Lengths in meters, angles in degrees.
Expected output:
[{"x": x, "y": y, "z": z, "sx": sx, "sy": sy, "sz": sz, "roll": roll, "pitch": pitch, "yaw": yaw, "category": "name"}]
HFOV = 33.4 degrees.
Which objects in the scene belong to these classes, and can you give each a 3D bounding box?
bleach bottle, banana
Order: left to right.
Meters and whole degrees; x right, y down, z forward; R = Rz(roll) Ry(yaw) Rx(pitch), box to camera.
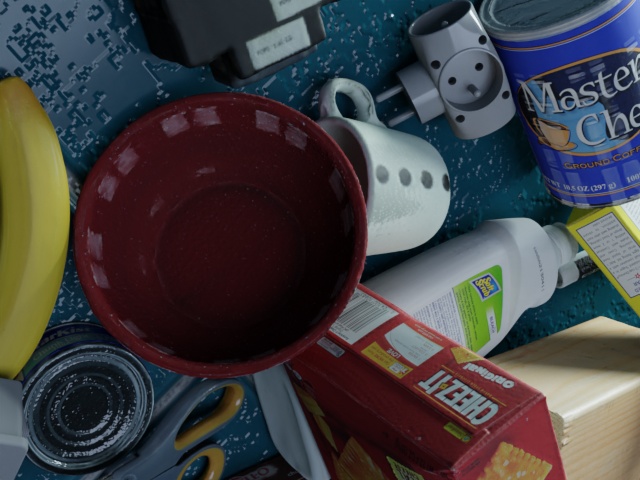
[{"x": -0.172, "y": 0.014, "z": 0.576, "sx": 0.069, "sy": 0.037, "sz": 0.198, "roll": 18, "pitch": 97, "yaw": -34, "category": "banana"}, {"x": 0.076, "y": 0.059, "z": 0.727, "sx": 0.250, "sy": 0.068, "sz": 0.102, "roll": -27, "pitch": 121, "yaw": -23, "category": "bleach bottle"}]

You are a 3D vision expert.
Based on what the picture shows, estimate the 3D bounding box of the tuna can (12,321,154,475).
[{"x": -0.142, "y": 0.093, "z": 0.624, "sx": 0.086, "sy": 0.034, "sz": 0.086, "roll": -10, "pitch": 112, "yaw": -28, "category": "tuna can"}]

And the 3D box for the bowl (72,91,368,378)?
[{"x": -0.054, "y": 0.001, "z": 0.602, "sx": 0.162, "sy": 0.055, "sz": 0.162, "roll": -1, "pitch": 75, "yaw": 2, "category": "bowl"}]

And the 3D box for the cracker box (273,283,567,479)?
[{"x": 0.068, "y": 0.147, "z": 0.607, "sx": 0.072, "sy": 0.164, "sz": 0.213, "roll": -33, "pitch": 124, "yaw": -21, "category": "cracker box"}]

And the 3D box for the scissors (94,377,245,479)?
[{"x": -0.112, "y": 0.151, "z": 0.629, "sx": 0.201, "sy": 0.016, "sz": 0.096, "roll": -37, "pitch": 139, "yaw": -42, "category": "scissors"}]

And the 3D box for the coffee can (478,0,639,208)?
[{"x": 0.175, "y": -0.106, "z": 0.701, "sx": 0.102, "sy": 0.103, "sz": 0.140, "roll": -38, "pitch": 122, "yaw": -14, "category": "coffee can"}]
